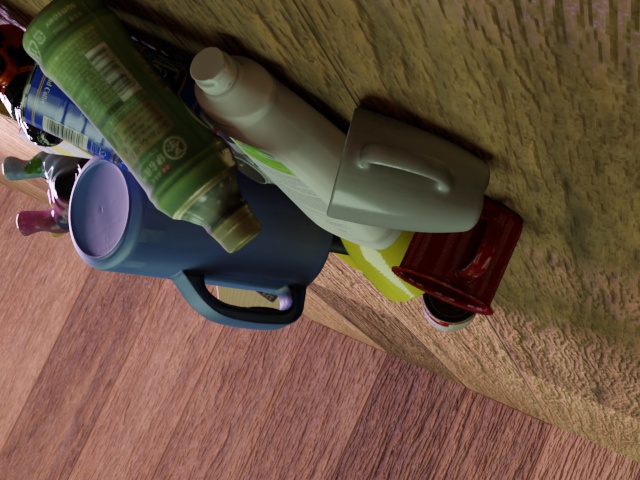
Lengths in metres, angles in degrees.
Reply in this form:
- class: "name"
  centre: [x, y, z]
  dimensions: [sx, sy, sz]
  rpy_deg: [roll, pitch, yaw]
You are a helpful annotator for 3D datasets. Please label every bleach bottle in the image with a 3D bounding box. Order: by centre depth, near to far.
- class: "bleach bottle"
  centre: [-0.018, -0.075, 0.849]
  dimensions: [0.103, 0.068, 0.250]
  rpy_deg: [22, 170, 34]

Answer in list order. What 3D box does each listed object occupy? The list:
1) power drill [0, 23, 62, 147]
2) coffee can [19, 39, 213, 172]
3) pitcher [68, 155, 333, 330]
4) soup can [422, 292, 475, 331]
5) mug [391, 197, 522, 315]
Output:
- class: "power drill"
  centre: [-0.311, -0.171, 0.943]
  dimensions: [0.187, 0.057, 0.185]
  rpy_deg: [38, -171, -46]
- class: "coffee can"
  centre: [-0.160, -0.113, 0.881]
  dimensions: [0.140, 0.103, 0.103]
  rpy_deg: [26, 172, -3]
- class: "pitcher"
  centre: [-0.110, -0.008, 1.015]
  dimensions: [0.242, 0.145, 0.149]
  rpy_deg: [6, -160, -47]
- class: "soup can"
  centre: [0.153, 0.069, 1.248]
  dimensions: [0.068, 0.068, 0.102]
  rpy_deg: [24, 172, 9]
- class: "mug"
  centre: [0.120, 0.006, 0.884]
  dimensions: [0.093, 0.081, 0.117]
  rpy_deg: [26, 172, -6]
